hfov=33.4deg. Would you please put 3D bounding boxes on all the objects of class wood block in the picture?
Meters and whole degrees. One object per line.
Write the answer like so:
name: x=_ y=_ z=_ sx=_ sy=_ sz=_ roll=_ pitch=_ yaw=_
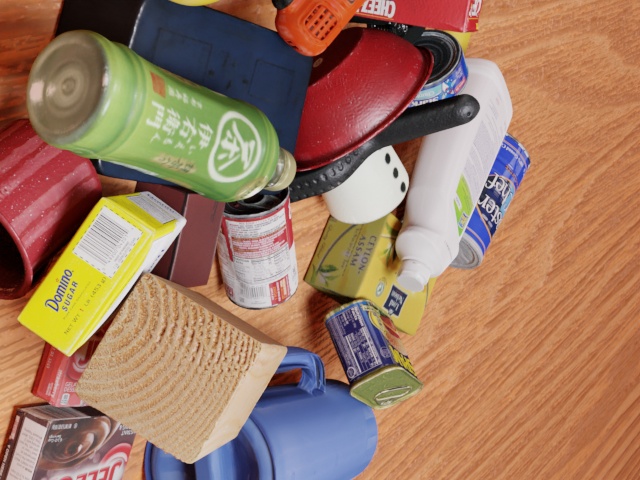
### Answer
wood block: x=-0.090 y=0.090 z=0.759 sx=0.090 sy=0.091 sz=0.206 roll=-59 pitch=175 yaw=-4

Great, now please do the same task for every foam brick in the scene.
foam brick: x=-0.115 y=-0.006 z=0.839 sx=0.052 sy=0.051 sz=0.078 roll=-1 pitch=107 yaw=-59

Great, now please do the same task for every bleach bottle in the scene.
bleach bottle: x=0.128 y=-0.063 z=1.093 sx=0.102 sy=0.068 sz=0.250 roll=58 pitch=47 yaw=-46

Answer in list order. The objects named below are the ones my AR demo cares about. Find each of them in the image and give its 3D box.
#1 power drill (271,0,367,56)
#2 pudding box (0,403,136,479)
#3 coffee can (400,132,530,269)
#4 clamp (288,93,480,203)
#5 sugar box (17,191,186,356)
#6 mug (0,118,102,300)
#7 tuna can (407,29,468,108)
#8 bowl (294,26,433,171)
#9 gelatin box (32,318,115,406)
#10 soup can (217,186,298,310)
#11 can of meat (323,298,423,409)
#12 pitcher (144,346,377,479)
power drill: x=-0.010 y=-0.255 z=0.767 sx=0.187 sy=0.057 sz=0.184 roll=39 pitch=88 yaw=-27
pudding box: x=-0.194 y=0.171 z=0.817 sx=0.113 sy=0.039 sz=0.090 roll=12 pitch=96 yaw=-60
coffee can: x=0.166 y=-0.052 z=1.225 sx=0.140 sy=0.103 sz=0.102 roll=-60 pitch=148 yaw=-20
clamp: x=0.032 y=-0.092 z=0.942 sx=0.210 sy=0.165 sz=0.036 roll=-38 pitch=122 yaw=-5
sugar box: x=-0.140 y=0.015 z=0.714 sx=0.093 sy=0.048 sz=0.176 roll=-54 pitch=-174 yaw=2
mug: x=-0.192 y=-0.014 z=0.676 sx=0.081 sy=0.093 sz=0.117 roll=-50 pitch=151 yaw=-41
tuna can: x=0.104 y=-0.173 z=1.076 sx=0.086 sy=0.086 sz=0.033 roll=-57 pitch=145 yaw=-24
bowl: x=0.015 y=-0.133 z=0.914 sx=0.055 sy=0.162 sz=0.162 roll=50 pitch=59 yaw=-24
gelatin box: x=-0.172 y=0.089 z=0.817 sx=0.089 sy=0.030 sz=0.073 roll=17 pitch=91 yaw=-60
soup can: x=-0.056 y=0.001 z=0.924 sx=0.068 sy=0.069 sz=0.102 roll=-42 pitch=139 yaw=-40
can of meat: x=0.052 y=0.112 z=1.058 sx=0.057 sy=0.084 sz=0.102 roll=-29 pitch=152 yaw=11
pitcher: x=-0.038 y=0.185 z=0.996 sx=0.242 sy=0.149 sz=0.145 roll=-1 pitch=64 yaw=-62
